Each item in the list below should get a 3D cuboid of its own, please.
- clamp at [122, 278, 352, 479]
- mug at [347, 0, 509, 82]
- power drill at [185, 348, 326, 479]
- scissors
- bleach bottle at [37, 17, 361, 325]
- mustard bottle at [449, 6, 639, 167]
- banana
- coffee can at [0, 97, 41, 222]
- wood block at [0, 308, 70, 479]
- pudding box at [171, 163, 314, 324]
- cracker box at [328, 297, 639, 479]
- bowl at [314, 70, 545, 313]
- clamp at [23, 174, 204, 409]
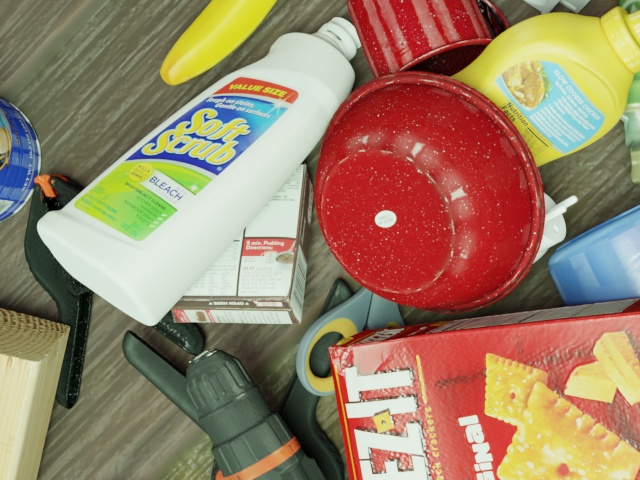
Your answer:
[{"bbox_3d":[-0.029,0.135,0.751,0.164,0.036,0.210,-20,91,-4],"label":"clamp"},{"bbox_3d":[0.078,-0.143,0.719,0.117,0.093,0.081,-11,70,-26],"label":"mug"},{"bbox_3d":[-0.079,0.180,0.703,0.188,0.057,0.184,-31,86,34],"label":"power drill"},{"bbox_3d":[0.029,0.024,0.739,0.096,0.016,0.202,0,90,-24],"label":"scissors"},{"bbox_3d":[-0.066,-0.063,0.720,0.103,0.068,0.250,29,66,32],"label":"bleach bottle"},{"bbox_3d":[0.133,-0.090,0.677,0.192,0.058,0.096,-31,125,30],"label":"mustard bottle"},{"bbox_3d":[-0.048,-0.193,0.748,0.037,0.069,0.198,44,113,32],"label":"banana"},{"bbox_3d":[-0.272,-0.062,0.747,0.103,0.140,0.103,0,89,9],"label":"coffee can"},{"bbox_3d":[-0.248,0.156,0.742,0.091,0.090,0.206,15,101,-2],"label":"wood block"},{"bbox_3d":[-0.055,0.001,0.739,0.090,0.039,0.113,0,58,10],"label":"pudding box"},{"bbox_3d":[0.121,0.126,0.626,0.214,0.072,0.164,-10,89,29],"label":"cracker box"},{"bbox_3d":[0.053,-0.019,0.658,0.162,0.055,0.162,15,118,29],"label":"bowl"},{"bbox_3d":[-0.157,0.029,0.779,0.120,0.039,0.171,-14,94,3],"label":"clamp"}]
